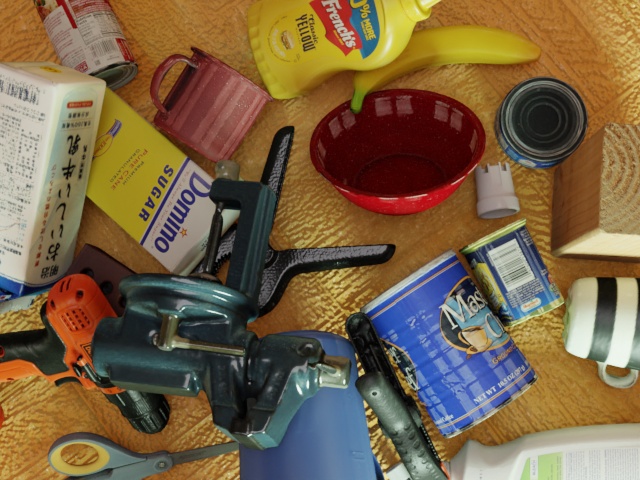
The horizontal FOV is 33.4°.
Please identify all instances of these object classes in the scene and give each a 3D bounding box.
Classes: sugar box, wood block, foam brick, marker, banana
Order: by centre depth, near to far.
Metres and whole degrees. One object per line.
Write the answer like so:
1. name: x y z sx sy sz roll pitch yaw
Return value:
1. wood block: 0.265 -0.035 0.928 0.091 0.206 0.090 4 84 2
2. marker: 0.103 0.262 0.995 0.020 0.020 0.121 -35 84 -2
3. sugar box: -0.166 -0.055 1.010 0.176 0.048 0.093 40 89 17
4. foam brick: -0.198 0.046 1.011 0.078 0.051 0.053 32 86 4
5. banana: 0.111 -0.174 1.030 0.197 0.037 0.069 -18 73 -7

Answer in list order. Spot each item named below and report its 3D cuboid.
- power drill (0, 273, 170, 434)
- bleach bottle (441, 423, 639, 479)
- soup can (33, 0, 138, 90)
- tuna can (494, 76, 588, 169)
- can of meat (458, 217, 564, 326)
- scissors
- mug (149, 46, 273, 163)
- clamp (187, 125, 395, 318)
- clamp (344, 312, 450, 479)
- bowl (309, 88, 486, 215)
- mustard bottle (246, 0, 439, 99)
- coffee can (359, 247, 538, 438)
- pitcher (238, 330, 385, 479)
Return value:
1. power drill: -0.249 0.128 0.977 0.188 0.057 0.184 -19 121 8
2. bleach bottle: 0.224 0.211 0.977 0.251 0.068 0.102 1 83 4
3. soup can: -0.225 -0.198 1.030 0.068 0.068 0.102 -25 84 -1
4. tuna can: 0.212 -0.113 1.025 0.086 0.034 0.086 0 84 2
5. can of meat: 0.174 0.031 0.978 0.057 0.102 0.084 -26 86 -2
6. scissors: -0.163 0.194 0.991 0.202 0.016 0.096 -25 118 2
7. mug: -0.111 -0.128 1.000 0.093 0.117 0.081 33 91 44
8. clamp: -0.057 0.001 1.019 0.210 0.036 0.164 -33 78 2
9. clamp: 0.065 0.145 0.937 0.039 0.120 0.171 -20 122 11
10. bowl: 0.072 -0.073 0.992 0.162 0.055 0.162 -5 44 4
11. mustard bottle: 0.027 -0.201 0.986 0.192 0.058 0.096 -14 90 30
12. coffee can: 0.116 0.093 0.971 0.103 0.103 0.140 -33 84 -2
13. pitcher: -0.004 0.210 0.941 0.145 0.149 0.243 -4 69 -3
